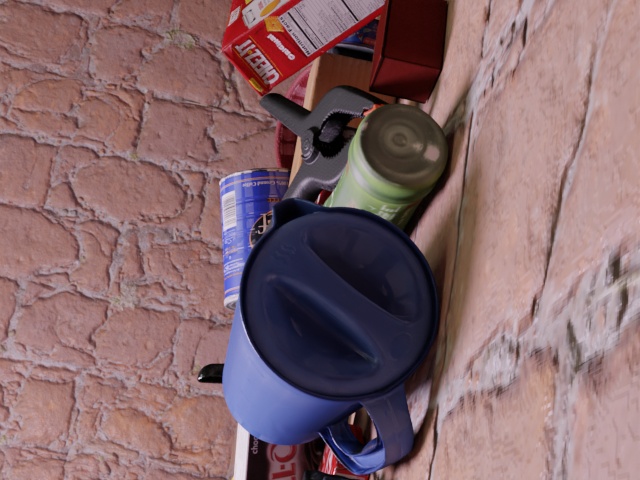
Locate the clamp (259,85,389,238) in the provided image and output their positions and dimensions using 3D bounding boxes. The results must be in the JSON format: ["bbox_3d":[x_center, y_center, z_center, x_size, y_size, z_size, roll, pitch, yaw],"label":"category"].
[{"bbox_3d":[-0.001,-0.072,0.961,0.210,0.036,0.164,-10,75,56],"label":"clamp"}]

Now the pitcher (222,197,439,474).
[{"bbox_3d":[-0.004,0.088,0.790,0.243,0.145,0.149,117,173,-66],"label":"pitcher"}]

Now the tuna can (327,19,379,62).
[{"bbox_3d":[0.045,-0.204,1.111,0.086,0.086,0.034,139,144,-82],"label":"tuna can"}]

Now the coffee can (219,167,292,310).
[{"bbox_3d":[-0.058,0.001,1.175,0.103,0.102,0.140,120,147,-74],"label":"coffee can"}]

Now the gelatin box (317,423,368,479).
[{"bbox_3d":[0.014,0.206,0.882,0.073,0.030,0.089,-94,15,-69],"label":"gelatin box"}]

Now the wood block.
[{"bbox_3d":[0.018,-0.078,1.107,0.090,0.090,0.206,118,162,-72],"label":"wood block"}]

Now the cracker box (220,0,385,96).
[{"bbox_3d":[0.011,-0.251,1.048,0.214,0.072,0.164,-32,26,20],"label":"cracker box"}]

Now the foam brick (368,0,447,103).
[{"bbox_3d":[0.074,-0.166,0.908,0.053,0.051,0.078,109,171,-61],"label":"foam brick"}]

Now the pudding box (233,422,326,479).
[{"bbox_3d":[-0.028,0.195,0.934,0.039,0.089,0.113,-157,68,-64],"label":"pudding box"}]

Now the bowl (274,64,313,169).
[{"bbox_3d":[0.011,-0.131,1.284,0.162,0.055,0.162,-16,71,52],"label":"bowl"}]
